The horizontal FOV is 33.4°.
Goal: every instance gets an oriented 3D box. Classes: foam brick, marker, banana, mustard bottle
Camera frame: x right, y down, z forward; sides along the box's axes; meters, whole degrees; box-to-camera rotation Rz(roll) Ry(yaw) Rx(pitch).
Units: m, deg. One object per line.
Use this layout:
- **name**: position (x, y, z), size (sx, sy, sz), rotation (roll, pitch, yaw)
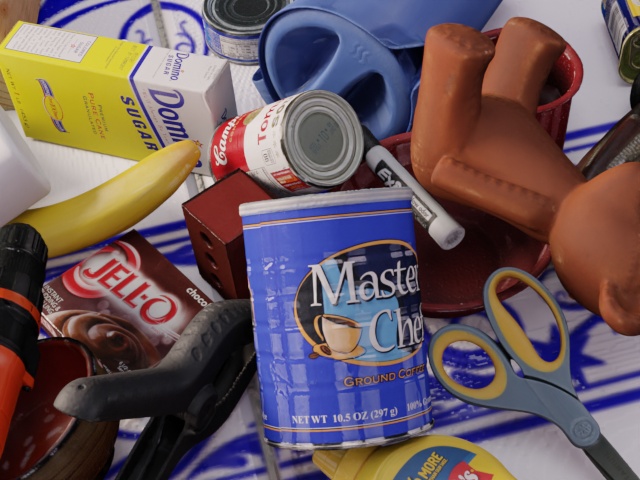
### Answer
- **foam brick**: position (-0.055, 0.001, 0.729), size (0.051, 0.078, 0.053), rotation (-36, 54, -22)
- **marker**: position (0.054, -0.039, 0.718), size (0.020, 0.020, 0.121), rotation (-27, 53, -17)
- **banana**: position (-0.175, -0.023, 0.755), size (0.198, 0.037, 0.069), rotation (-11, 64, 21)
- **mustard bottle**: position (0.078, 0.163, 0.596), size (0.192, 0.058, 0.096), rotation (26, 62, 24)

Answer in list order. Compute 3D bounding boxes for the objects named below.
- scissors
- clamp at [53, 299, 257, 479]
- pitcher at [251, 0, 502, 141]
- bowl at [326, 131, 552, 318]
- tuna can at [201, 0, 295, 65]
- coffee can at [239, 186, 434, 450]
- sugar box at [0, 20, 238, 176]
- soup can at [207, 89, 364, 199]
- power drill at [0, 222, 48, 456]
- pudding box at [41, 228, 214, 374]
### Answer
- **scissors**: position (0.133, 0.113, 0.631), size (0.096, 0.016, 0.202), rotation (-23, 74, 3)
- **clamp**: position (-0.084, 0.090, 0.620), size (0.036, 0.165, 0.209), rotation (25, 47, 19)
- **pitcher**: position (0.060, -0.185, 0.853), size (0.149, 0.145, 0.242), rotation (31, 54, 12)
- **bowl**: position (0.082, -0.002, 0.734), size (0.162, 0.055, 0.162), rotation (-2, 50, 3)
- **tuna can**: position (-0.059, -0.192, 0.917), size (0.086, 0.034, 0.086), rotation (-2, 50, 3)
- **coffee can**: position (0.010, 0.043, 0.629), size (0.103, 0.103, 0.140), rotation (-6, 90, 0)
- **sugar box**: position (-0.152, -0.107, 0.816), size (0.176, 0.093, 0.048), rotation (14, 53, 16)
- **soup can**: position (-0.025, -0.063, 0.743), size (0.068, 0.068, 0.102), rotation (-46, 20, -29)
- **power drill**: position (-0.255, 0.079, 0.650), size (0.188, 0.057, 0.184), rotation (-21, 39, 19)
- **pudding box**: position (-0.128, 0.053, 0.715), size (0.090, 0.039, 0.114), rotation (-36, 56, -23)
